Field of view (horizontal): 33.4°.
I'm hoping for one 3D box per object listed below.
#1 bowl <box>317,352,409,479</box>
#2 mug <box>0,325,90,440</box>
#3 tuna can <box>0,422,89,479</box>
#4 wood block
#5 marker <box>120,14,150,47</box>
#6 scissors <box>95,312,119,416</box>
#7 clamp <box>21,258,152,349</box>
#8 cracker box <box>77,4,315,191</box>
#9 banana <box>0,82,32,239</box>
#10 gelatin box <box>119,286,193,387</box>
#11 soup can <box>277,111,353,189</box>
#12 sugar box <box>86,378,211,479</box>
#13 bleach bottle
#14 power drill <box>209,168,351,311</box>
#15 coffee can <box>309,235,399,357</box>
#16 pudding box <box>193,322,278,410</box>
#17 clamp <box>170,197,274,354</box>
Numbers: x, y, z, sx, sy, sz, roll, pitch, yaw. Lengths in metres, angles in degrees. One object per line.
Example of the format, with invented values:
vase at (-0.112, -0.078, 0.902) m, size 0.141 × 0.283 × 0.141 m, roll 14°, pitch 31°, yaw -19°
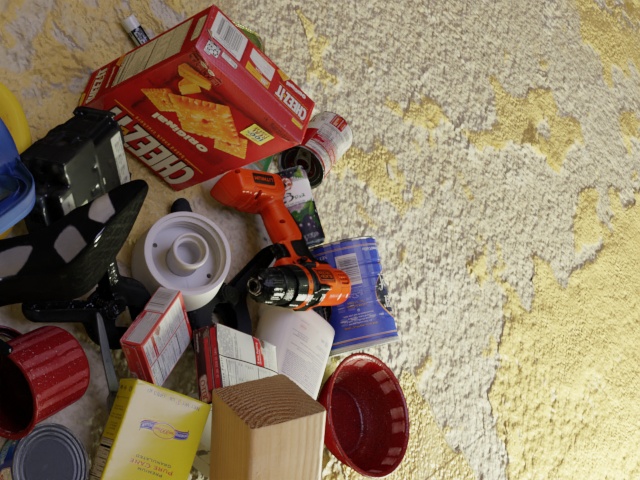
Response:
bowl at (0.045, 0.228, 1.373) m, size 0.161 × 0.055 × 0.162 m, roll 21°, pitch 60°, yaw -43°
mug at (-0.284, 0.123, 1.018) m, size 0.117 × 0.093 × 0.081 m, roll 38°, pitch 31°, yaw 17°
tuna can at (-0.268, 0.221, 1.028) m, size 0.086 × 0.034 × 0.086 m, roll 21°, pitch 60°, yaw -43°
wood block at (-0.060, 0.258, 1.124) m, size 0.090 × 0.091 × 0.206 m, roll -9°, pitch 114°, yaw -31°
marker at (-0.200, -0.217, 1.292) m, size 0.121 × 0.020 × 0.020 m, roll 57°, pitch 41°, yaw -17°
scissors at (-0.199, 0.174, 1.113) m, size 0.096 × 0.016 × 0.202 m, roll 2°, pitch 86°, yaw -57°
clamp at (-0.231, 0.069, 1.103) m, size 0.120 × 0.039 × 0.171 m, roll -44°, pitch 135°, yaw -15°
cracker box at (-0.140, -0.148, 1.180) m, size 0.164 × 0.214 × 0.072 m, roll 41°, pitch 50°, yaw -31°
banana at (-0.326, -0.082, 1.083) m, size 0.069 × 0.037 × 0.198 m, roll -1°, pitch 74°, yaw -30°
gelatin box at (-0.173, 0.105, 1.131) m, size 0.089 × 0.030 × 0.073 m, roll -59°, pitch 150°, yaw -42°
soup can at (-0.005, -0.123, 1.444) m, size 0.068 × 0.069 × 0.102 m, roll 56°, pitch 41°, yaw -18°
sugar box at (-0.181, 0.235, 1.068) m, size 0.093 × 0.048 × 0.176 m, roll 25°, pitch 72°, yaw -29°
bleach bottle at (-0.057, 0.196, 1.263) m, size 0.102 × 0.068 × 0.250 m, roll 38°, pitch 52°, yaw -30°
power drill at (-0.058, 0.002, 1.281) m, size 0.184 × 0.057 × 0.188 m, roll 8°, pitch 48°, yaw -58°
coffee can at (0.038, 0.074, 1.388) m, size 0.102 × 0.103 × 0.140 m, roll -4°, pitch 79°, yaw -50°
pudding box at (-0.091, 0.149, 1.183) m, size 0.113 × 0.039 × 0.090 m, roll 26°, pitch 48°, yaw -48°
clamp at (-0.125, 0.059, 1.257) m, size 0.164 × 0.036 × 0.210 m, roll 34°, pitch 48°, yaw -35°
